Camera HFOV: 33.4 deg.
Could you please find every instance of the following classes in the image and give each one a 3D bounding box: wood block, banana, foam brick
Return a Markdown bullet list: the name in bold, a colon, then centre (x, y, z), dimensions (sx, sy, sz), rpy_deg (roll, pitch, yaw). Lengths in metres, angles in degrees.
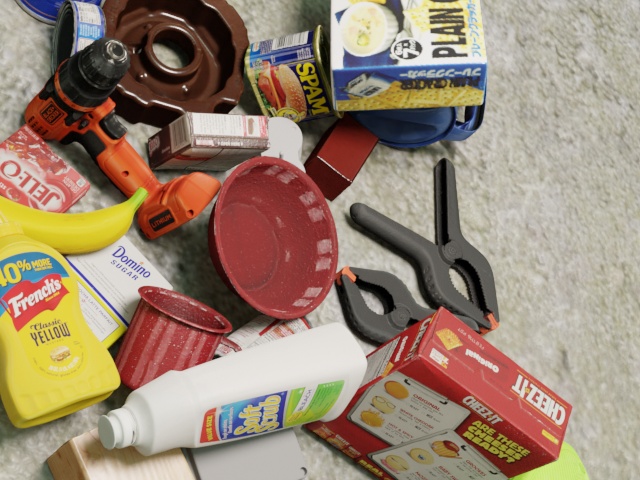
- **wood block**: centre (-0.149, 0.259, 0.929), dimensions (0.090, 0.090, 0.206), rpy_deg (-21, 79, -34)
- **banana**: centre (-0.262, -0.023, 0.988), dimensions (0.197, 0.037, 0.069), rpy_deg (6, 63, -9)
- **foam brick**: centre (0.020, -0.093, 1.195), dimensions (0.051, 0.053, 0.078), rpy_deg (38, 57, -9)

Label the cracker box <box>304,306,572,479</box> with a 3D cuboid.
- **cracker box**: centre (0.109, 0.169, 1.030), dimensions (0.164, 0.214, 0.072), rpy_deg (37, 51, -10)

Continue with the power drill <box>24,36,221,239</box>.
- **power drill**: centre (-0.184, -0.096, 1.019), dimensions (0.187, 0.185, 0.057), rpy_deg (48, 56, -14)

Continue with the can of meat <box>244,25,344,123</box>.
- **can of meat**: centre (-0.027, -0.175, 1.160), dimensions (0.057, 0.084, 0.102), rpy_deg (-84, 160, -45)

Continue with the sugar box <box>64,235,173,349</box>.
- **sugar box**: centre (-0.231, 0.070, 0.995), dimensions (0.093, 0.048, 0.176), rpy_deg (48, 52, -1)

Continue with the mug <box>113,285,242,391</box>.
- **mug**: centre (-0.128, 0.102, 0.979), dimensions (0.117, 0.093, 0.081), rpy_deg (23, 97, -12)

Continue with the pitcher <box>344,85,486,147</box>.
- **pitcher**: centre (0.120, -0.235, 1.269), dimensions (0.149, 0.145, 0.242), rpy_deg (62, 35, -49)

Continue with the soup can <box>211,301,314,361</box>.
- **soup can**: centre (-0.059, 0.114, 1.053), dimensions (0.102, 0.069, 0.068), rpy_deg (-35, 88, -34)

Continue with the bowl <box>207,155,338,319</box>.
- **bowl**: centre (-0.057, 0.001, 1.050), dimensions (0.161, 0.055, 0.162), rpy_deg (15, 69, -42)

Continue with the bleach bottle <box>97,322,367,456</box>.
- **bleach bottle**: centre (-0.079, 0.140, 0.932), dimensions (0.250, 0.103, 0.068), rpy_deg (-11, 53, -39)

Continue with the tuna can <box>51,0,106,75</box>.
- **tuna can**: centre (-0.245, -0.198, 1.078), dimensions (0.033, 0.086, 0.086), rpy_deg (5, 67, -28)

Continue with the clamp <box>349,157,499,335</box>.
- **clamp**: centre (0.131, 0.017, 1.216), dimensions (0.164, 0.036, 0.210), rpy_deg (-20, 80, -34)

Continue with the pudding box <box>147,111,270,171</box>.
- **pudding box**: centre (-0.115, -0.099, 1.088), dimensions (0.089, 0.114, 0.039), rpy_deg (-2, 84, -30)

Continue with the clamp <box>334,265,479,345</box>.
- **clamp**: centre (0.081, 0.097, 1.154), dimensions (0.171, 0.039, 0.120), rpy_deg (31, 57, -4)

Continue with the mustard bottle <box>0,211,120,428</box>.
- **mustard bottle**: centre (-0.252, 0.059, 0.923), dimensions (0.096, 0.058, 0.192), rpy_deg (-17, 75, -34)

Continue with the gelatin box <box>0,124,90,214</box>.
- **gelatin box**: centre (-0.280, -0.057, 1.031), dimensions (0.089, 0.030, 0.073), rpy_deg (44, 56, -5)
